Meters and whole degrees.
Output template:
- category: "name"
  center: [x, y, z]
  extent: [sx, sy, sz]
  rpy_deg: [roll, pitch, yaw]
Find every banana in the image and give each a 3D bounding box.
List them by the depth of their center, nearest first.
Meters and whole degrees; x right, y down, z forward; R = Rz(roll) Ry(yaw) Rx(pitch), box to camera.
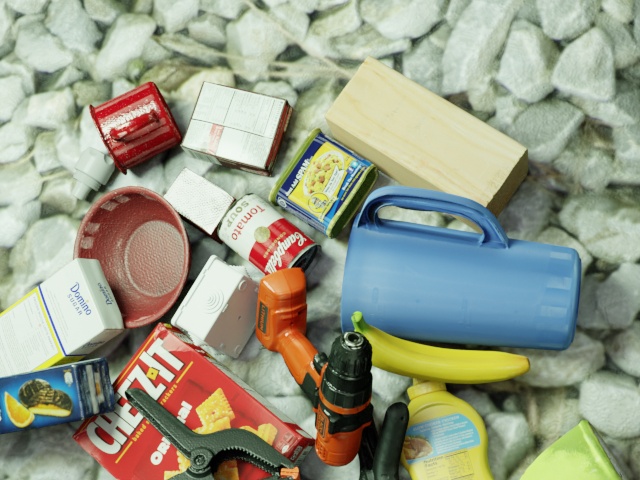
- category: "banana"
  center: [0.114, 0.120, 1.095]
  extent: [0.197, 0.070, 0.037]
  rpy_deg: [14, 63, -12]

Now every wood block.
- category: "wood block"
  center: [0.119, -0.105, 1.183]
  extent: [0.206, 0.090, 0.090]
  rpy_deg: [34, 84, 18]

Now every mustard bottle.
- category: "mustard bottle"
  center: [0.130, 0.223, 1.115]
  extent: [0.096, 0.058, 0.191]
  rpy_deg: [-17, 74, 6]

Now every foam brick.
- category: "foam brick"
  center: [-0.136, -0.040, 1.242]
  extent: [0.078, 0.051, 0.053]
  rpy_deg: [33, 84, 17]

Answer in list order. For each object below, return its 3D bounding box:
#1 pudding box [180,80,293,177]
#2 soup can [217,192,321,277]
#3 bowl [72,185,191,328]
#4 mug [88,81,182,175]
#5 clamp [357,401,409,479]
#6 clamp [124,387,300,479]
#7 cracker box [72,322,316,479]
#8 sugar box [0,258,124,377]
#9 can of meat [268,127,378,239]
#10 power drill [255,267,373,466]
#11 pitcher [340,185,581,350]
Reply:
- category: "pudding box"
  center: [-0.099, -0.133, 1.264]
  extent: [0.113, 0.039, 0.090]
  rpy_deg: [16, 79, 13]
- category: "soup can"
  center: [-0.058, 0.001, 1.206]
  extent: [0.102, 0.068, 0.068]
  rpy_deg: [39, 87, 19]
- category: "bowl"
  center: [-0.204, 0.020, 1.226]
  extent: [0.162, 0.055, 0.162]
  rpy_deg: [-1, 87, 27]
- category: "mug"
  center: [-0.216, -0.135, 1.252]
  extent: [0.081, 0.117, 0.093]
  rpy_deg: [-26, 94, -1]
- category: "clamp"
  center: [0.064, 0.241, 1.102]
  extent: [0.039, 0.120, 0.171]
  rpy_deg: [-3, 78, -16]
- category: "clamp"
  center: [-0.125, 0.224, 1.092]
  extent: [0.210, 0.036, 0.164]
  rpy_deg: [-1, 53, 3]
- category: "cracker box"
  center: [-0.139, 0.218, 1.166]
  extent: [0.214, 0.072, 0.164]
  rpy_deg: [36, 87, 18]
- category: "sugar box"
  center: [-0.310, 0.102, 1.221]
  extent: [0.176, 0.048, 0.093]
  rpy_deg: [-31, 72, 21]
- category: "can of meat"
  center: [0.005, -0.063, 1.215]
  extent: [0.084, 0.057, 0.102]
  rpy_deg: [33, 85, 15]
- category: "power drill"
  center: [-0.006, 0.116, 1.103]
  extent: [0.057, 0.184, 0.188]
  rpy_deg: [-12, 45, -22]
- category: "pitcher"
  center: [0.146, 0.039, 1.117]
  extent: [0.243, 0.149, 0.145]
  rpy_deg: [6, 71, 10]
